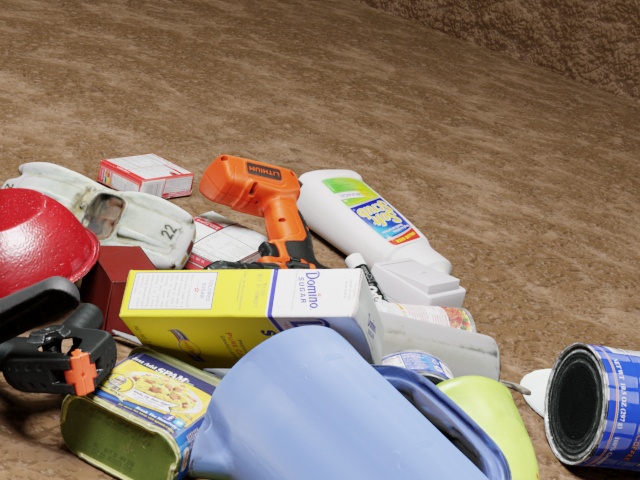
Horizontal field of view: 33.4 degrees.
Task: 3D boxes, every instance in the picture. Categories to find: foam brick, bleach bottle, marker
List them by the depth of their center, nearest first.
[{"bbox_3d":[-0.174,0.043,0.941,0.051,0.053,0.078,2,24,-30],"label":"foam brick"},{"bbox_3d":[0.057,0.062,1.043,0.020,0.020,0.121,-1,47,-36],"label":"marker"},{"bbox_3d":[0.072,0.000,1.210,0.102,0.068,0.251,-3,29,-38],"label":"bleach bottle"}]

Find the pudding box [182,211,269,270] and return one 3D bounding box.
[{"bbox_3d":[-0.108,0.012,1.086,0.090,0.039,0.113,25,25,20],"label":"pudding box"}]

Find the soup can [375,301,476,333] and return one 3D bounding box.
[{"bbox_3d":[0.081,0.091,0.966,0.102,0.068,0.068,6,22,-21],"label":"soup can"}]

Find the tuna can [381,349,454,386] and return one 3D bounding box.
[{"bbox_3d":[0.068,0.130,0.831,0.086,0.086,0.034,9,23,-14],"label":"tuna can"}]

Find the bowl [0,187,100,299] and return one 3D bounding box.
[{"bbox_3d":[-0.274,-0.001,0.913,0.162,0.055,0.162,-6,28,3],"label":"bowl"}]

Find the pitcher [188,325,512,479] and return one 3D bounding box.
[{"bbox_3d":[0.048,0.165,0.667,0.243,0.149,0.144,38,-4,40],"label":"pitcher"}]

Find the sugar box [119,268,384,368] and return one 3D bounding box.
[{"bbox_3d":[-0.048,0.060,0.786,0.176,0.093,0.048,1,59,16],"label":"sugar box"}]

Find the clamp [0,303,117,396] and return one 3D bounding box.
[{"bbox_3d":[-0.188,0.078,0.776,0.120,0.039,0.172,-24,20,-34],"label":"clamp"}]

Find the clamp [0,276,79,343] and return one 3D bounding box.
[{"bbox_3d":[-0.244,0.068,0.735,0.036,0.164,0.210,43,-6,-33],"label":"clamp"}]

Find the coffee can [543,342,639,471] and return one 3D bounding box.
[{"bbox_3d":[0.277,0.146,0.906,0.140,0.103,0.103,9,21,-15],"label":"coffee can"}]

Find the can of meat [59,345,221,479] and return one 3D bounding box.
[{"bbox_3d":[-0.120,0.127,0.755,0.102,0.057,0.083,21,24,20],"label":"can of meat"}]

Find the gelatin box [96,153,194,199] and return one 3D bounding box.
[{"bbox_3d":[-0.205,-0.074,1.257,0.073,0.030,0.089,26,23,31],"label":"gelatin box"}]

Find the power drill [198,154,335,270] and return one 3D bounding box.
[{"bbox_3d":[-0.057,0.001,1.036,0.184,0.057,0.188,13,39,-38],"label":"power drill"}]
